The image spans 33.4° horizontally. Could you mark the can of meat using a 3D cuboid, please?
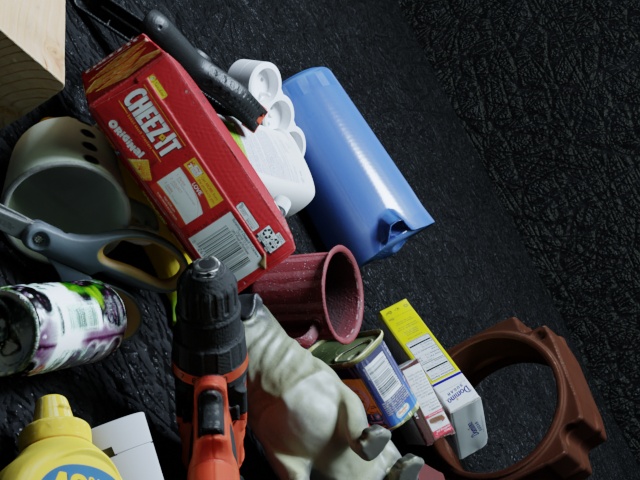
[{"bbox_3d":[0.035,0.139,1.024,0.057,0.102,0.084,-40,106,-39],"label":"can of meat"}]

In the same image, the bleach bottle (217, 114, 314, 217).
[{"bbox_3d":[-0.097,-0.087,1.069,0.250,0.068,0.102,17,43,-63],"label":"bleach bottle"}]

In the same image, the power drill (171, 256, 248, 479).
[{"bbox_3d":[-0.067,0.128,0.675,0.187,0.057,0.184,-98,-174,-55],"label":"power drill"}]

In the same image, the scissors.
[{"bbox_3d":[-0.185,0.016,0.703,0.201,0.096,0.016,13,21,-27],"label":"scissors"}]

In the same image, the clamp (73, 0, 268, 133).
[{"bbox_3d":[-0.122,-0.162,0.989,0.209,0.036,0.165,35,-2,-33],"label":"clamp"}]

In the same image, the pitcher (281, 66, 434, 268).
[{"bbox_3d":[0.021,-0.083,1.316,0.243,0.149,0.144,59,32,5],"label":"pitcher"}]

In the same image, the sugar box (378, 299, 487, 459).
[{"bbox_3d":[0.129,0.157,1.230,0.176,0.048,0.093,52,-16,44],"label":"sugar box"}]

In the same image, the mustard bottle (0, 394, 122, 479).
[{"bbox_3d":[-0.134,0.169,0.564,0.096,0.058,0.192,33,32,-47],"label":"mustard bottle"}]

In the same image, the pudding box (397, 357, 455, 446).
[{"bbox_3d":[0.102,0.181,1.182,0.090,0.039,0.113,63,-9,6],"label":"pudding box"}]

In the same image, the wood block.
[{"bbox_3d":[-0.241,-0.177,0.747,0.090,0.090,0.206,44,24,-43],"label":"wood block"}]

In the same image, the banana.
[{"bbox_3d":[-0.151,-0.025,0.854,0.197,0.037,0.069,56,16,-17],"label":"banana"}]

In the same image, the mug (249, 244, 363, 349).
[{"bbox_3d":[-0.017,0.062,1.001,0.117,0.082,0.093,-68,144,-45],"label":"mug"}]

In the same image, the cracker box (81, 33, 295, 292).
[{"bbox_3d":[-0.103,-0.066,0.799,0.164,0.072,0.214,57,-2,-19],"label":"cracker box"}]
